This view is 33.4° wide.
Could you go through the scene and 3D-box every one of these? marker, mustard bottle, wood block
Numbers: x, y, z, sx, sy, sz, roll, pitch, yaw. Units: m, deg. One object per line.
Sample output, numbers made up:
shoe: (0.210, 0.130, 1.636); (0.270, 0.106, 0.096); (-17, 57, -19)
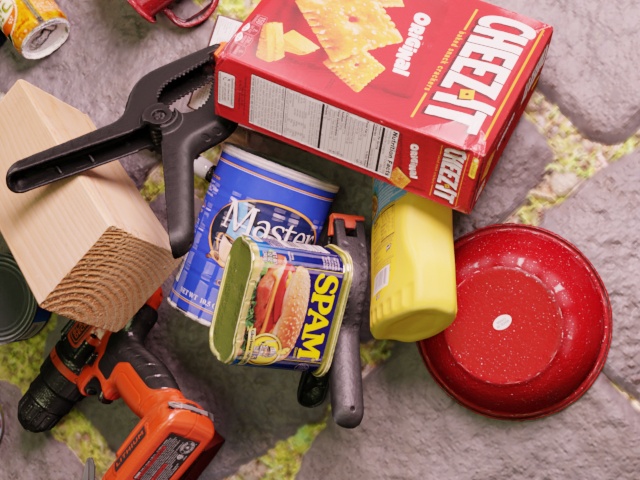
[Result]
marker: (-0.124, -0.076, 0.950); (0.121, 0.020, 0.020); (31, 98, 15)
mustard bottle: (0.071, -0.022, 0.846); (0.058, 0.096, 0.191); (7, 68, -14)
wood block: (-0.214, -0.031, 0.902); (0.091, 0.090, 0.206); (-48, 52, 11)

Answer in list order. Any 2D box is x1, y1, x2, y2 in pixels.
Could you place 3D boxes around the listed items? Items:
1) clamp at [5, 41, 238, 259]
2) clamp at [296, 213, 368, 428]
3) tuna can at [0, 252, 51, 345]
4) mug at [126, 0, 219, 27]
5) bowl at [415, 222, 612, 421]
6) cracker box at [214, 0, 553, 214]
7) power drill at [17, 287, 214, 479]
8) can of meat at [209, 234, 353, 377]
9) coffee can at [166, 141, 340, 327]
clamp: (-0.135, -0.085, 0.839); (0.165, 0.036, 0.209); (16, 54, 15)
clamp: (0.010, 0.066, 0.873); (0.039, 0.120, 0.171); (10, 78, -22)
tuna can: (-0.293, 0.053, 0.994); (0.086, 0.033, 0.086); (0, 89, 17)
mug: (-0.133, -0.240, 0.926); (0.081, 0.093, 0.117); (-34, 111, 9)
bowl: (0.148, 0.066, 0.846); (0.162, 0.055, 0.162); (0, 89, 17)
cracker box: (0.049, -0.133, 0.818); (0.214, 0.072, 0.164); (22, 53, 13)
power drill: (-0.179, 0.139, 0.907); (0.184, 0.057, 0.188); (-51, 47, 12)
can of meat: (-0.032, 0.049, 0.819); (0.083, 0.058, 0.102); (9, 102, -27)
coffee can: (-0.056, 0.001, 0.885); (0.103, 0.102, 0.140); (23, 96, 16)
